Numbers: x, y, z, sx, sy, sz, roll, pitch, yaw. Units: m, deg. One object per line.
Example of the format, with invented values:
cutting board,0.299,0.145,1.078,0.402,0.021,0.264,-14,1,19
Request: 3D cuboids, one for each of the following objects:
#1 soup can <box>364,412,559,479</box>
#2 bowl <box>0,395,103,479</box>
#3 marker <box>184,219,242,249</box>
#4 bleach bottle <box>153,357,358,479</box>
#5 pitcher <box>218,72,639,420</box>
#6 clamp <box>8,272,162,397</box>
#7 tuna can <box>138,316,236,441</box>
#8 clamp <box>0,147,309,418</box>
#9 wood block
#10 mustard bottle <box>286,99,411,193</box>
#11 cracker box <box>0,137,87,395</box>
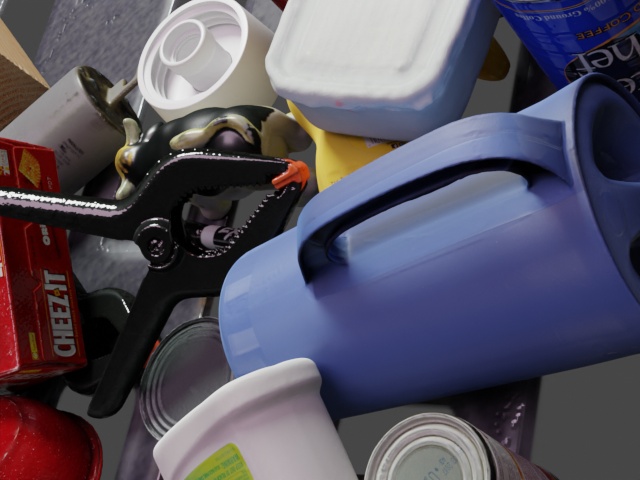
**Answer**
soup can,0.074,0.129,0.516,0.069,0.102,0.068,-17,57,28
bowl,-0.230,0.155,0.711,0.162,0.055,0.162,-15,34,10
marker,-0.055,0.001,0.736,0.121,0.020,0.020,9,72,39
bleach bottle,0.009,0.190,0.512,0.103,0.067,0.251,-43,68,42
pitcher,0.058,0.016,0.550,0.243,0.149,0.144,-23,12,35
clamp,-0.175,0.060,0.778,0.172,0.039,0.120,-2,74,35
tuna can,-0.074,0.095,0.688,0.086,0.033,0.086,-17,57,28
clamp,-0.107,-0.004,0.668,0.210,0.036,0.164,-34,92,14
wood block,-0.339,-0.174,0.991,0.090,0.090,0.206,-46,48,5
mustard bottle,0.028,-0.094,0.691,0.096,0.058,0.192,-15,52,-5
cracker box,-0.274,0.038,0.779,0.214,0.072,0.164,-19,76,32
